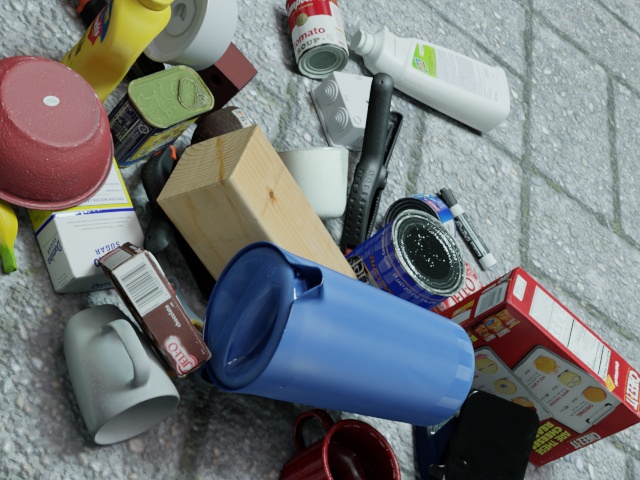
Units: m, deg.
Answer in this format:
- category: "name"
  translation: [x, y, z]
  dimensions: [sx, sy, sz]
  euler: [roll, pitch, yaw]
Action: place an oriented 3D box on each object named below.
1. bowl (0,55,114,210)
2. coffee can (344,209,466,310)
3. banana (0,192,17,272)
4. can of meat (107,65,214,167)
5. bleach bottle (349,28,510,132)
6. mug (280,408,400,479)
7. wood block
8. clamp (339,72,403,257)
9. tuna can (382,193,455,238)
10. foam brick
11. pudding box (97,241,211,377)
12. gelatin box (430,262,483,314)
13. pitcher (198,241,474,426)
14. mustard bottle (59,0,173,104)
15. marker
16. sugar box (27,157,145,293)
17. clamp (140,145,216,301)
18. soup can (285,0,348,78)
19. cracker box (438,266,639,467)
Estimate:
- category: "bowl"
  translation: [-0.252, -0.110, 0.963]
  dimensions: [0.161, 0.055, 0.162]
  euler: [18, 54, -27]
- category: "coffee can"
  translation: [0.072, 0.045, 1.149]
  dimensions: [0.102, 0.141, 0.103]
  euler: [23, 48, -29]
- category: "banana"
  translation: [-0.339, -0.045, 0.918]
  dimensions: [0.197, 0.037, 0.069]
  euler: [29, 43, -24]
- category: "can of meat"
  translation: [-0.172, -0.126, 1.095]
  dimensions: [0.057, 0.084, 0.101]
  euler: [54, 41, 3]
- category: "bleach bottle"
  translation: [0.150, -0.238, 1.492]
  dimensions: [0.250, 0.068, 0.102]
  euler: [20, 49, -28]
- category: "mug"
  translation: [0.010, 0.216, 1.011]
  dimensions: [0.093, 0.082, 0.117]
  euler: [-18, 75, -48]
- category: "wood block"
  translation: [-0.056, 0.001, 1.049]
  dimensions: [0.206, 0.090, 0.090]
  euler: [57, 34, -29]
- category: "clamp"
  translation: [0.061, -0.079, 1.248]
  dimensions: [0.164, 0.036, 0.210]
  euler: [13, 89, -78]
- category: "tuna can"
  translation: [0.119, -0.013, 1.278]
  dimensions: [0.033, 0.086, 0.086]
  euler: [-20, 76, -50]
- category: "foam brick"
  translation: [-0.118, -0.175, 1.186]
  dimensions: [0.053, 0.078, 0.051]
  euler: [46, 39, -7]
- category: "pudding box"
  translation: [-0.146, 0.059, 0.934]
  dimensions: [0.039, 0.090, 0.113]
  euler: [-32, 104, -15]
- category: "gelatin box"
  translation: [0.171, 0.076, 1.302]
  dimensions: [0.073, 0.030, 0.089]
  euler: [54, 40, 4]
- category: "pitcher"
  translation: [0.016, 0.101, 0.982]
  dimensions: [0.242, 0.149, 0.145]
  euler: [21, 91, -34]
- category: "mustard bottle"
  translation: [-0.197, -0.202, 1.045]
  dimensions: [0.058, 0.192, 0.096]
  euler: [30, 45, -23]
- category: "marker"
  translation: [0.191, -0.017, 1.398]
  dimensions: [0.020, 0.020, 0.121]
  euler: [-21, 77, -48]
- category: "sugar box"
  translation: [-0.230, -0.039, 1.009]
  dimensions: [0.093, 0.048, 0.176]
  euler: [-6, 69, -44]
- category: "clamp"
  translation: [-0.149, -0.028, 1.055]
  dimensions: [0.171, 0.039, 0.120]
  euler: [68, 9, 28]
- category: "soup can"
  translation: [-0.005, -0.267, 1.365]
  dimensions: [0.068, 0.069, 0.102]
  euler: [13, 54, -36]
- category: "cracker box"
  translation: [0.236, 0.145, 1.208]
  dimensions: [0.213, 0.164, 0.072]
  euler: [40, 44, -13]
